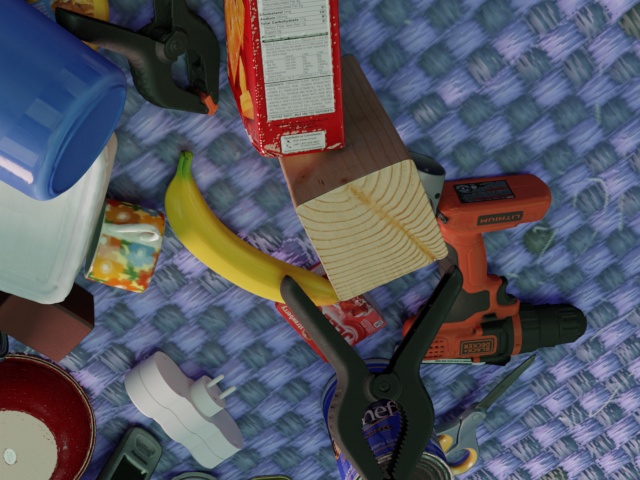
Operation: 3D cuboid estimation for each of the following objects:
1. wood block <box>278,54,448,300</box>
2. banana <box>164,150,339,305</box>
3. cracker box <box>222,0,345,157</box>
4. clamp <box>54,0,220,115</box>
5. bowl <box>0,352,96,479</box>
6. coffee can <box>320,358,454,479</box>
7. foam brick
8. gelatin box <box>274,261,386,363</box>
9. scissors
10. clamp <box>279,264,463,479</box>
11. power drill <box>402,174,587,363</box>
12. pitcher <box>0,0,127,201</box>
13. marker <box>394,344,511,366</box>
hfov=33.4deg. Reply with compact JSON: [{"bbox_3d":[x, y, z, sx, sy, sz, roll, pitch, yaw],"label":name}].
[{"bbox_3d":[0.021,-0.057,0.840,0.090,0.206,0.091,-23,121,3],"label":"wood block"},{"bbox_3d":[-0.071,0.007,0.946,0.197,0.037,0.070,42,129,-20],"label":"banana"},{"bbox_3d":[-0.036,-0.190,0.776,0.072,0.164,0.214,-10,122,-8],"label":"cracker box"},{"bbox_3d":[-0.119,-0.166,0.827,0.120,0.039,0.171,-49,145,-4],"label":"clamp"},{"bbox_3d":[-0.288,0.189,0.986,0.162,0.055,0.162,-3,102,-13],"label":"bowl"},{"bbox_3d":[0.062,0.197,1.038,0.102,0.140,0.103,-5,121,-9],"label":"coffee can"},{"bbox_3d":[-0.247,0.061,0.948,0.078,0.053,0.051,36,108,-26],"label":"foam brick"},{"bbox_3d":[0.009,0.066,1.015,0.073,0.030,0.089,-34,121,9],"label":"gelatin box"},{"bbox_3d":[0.169,0.190,1.110,0.202,0.016,0.096,-38,127,24],"label":"scissors"},{"bbox_3d":[0.061,0.120,0.939,0.164,0.036,0.210,-10,88,-9],"label":"clamp"},{"bbox_3d":[0.171,0.032,1.010,0.184,0.057,0.188,-6,121,-8],"label":"power drill"},{"bbox_3d":[-0.262,-0.128,0.742,0.243,0.149,0.145,33,103,2],"label":"pitcher"},{"bbox_3d":[0.134,0.116,1.076,0.121,0.020,0.020,3,120,-13],"label":"marker"}]
